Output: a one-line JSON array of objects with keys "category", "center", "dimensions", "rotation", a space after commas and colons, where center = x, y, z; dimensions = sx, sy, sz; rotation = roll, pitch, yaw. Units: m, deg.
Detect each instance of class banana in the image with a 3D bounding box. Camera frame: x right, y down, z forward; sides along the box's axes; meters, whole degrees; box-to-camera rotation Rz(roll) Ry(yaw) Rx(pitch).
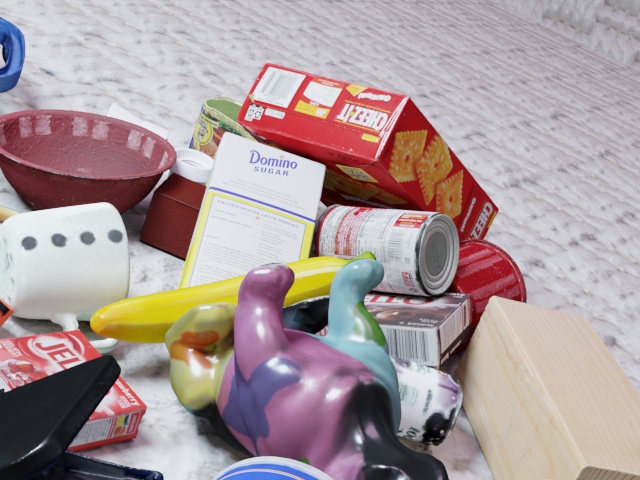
[{"category": "banana", "center": [-0.061, 0.039, 0.748], "dimensions": [0.197, 0.070, 0.037], "rotation": [-15, 65, -11]}]

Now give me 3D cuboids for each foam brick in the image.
[{"category": "foam brick", "center": [-0.107, -0.015, 0.919], "dimensions": [0.078, 0.051, 0.053], "rotation": [23, 25, 5]}]

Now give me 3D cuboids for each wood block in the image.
[{"category": "wood block", "center": [0.176, 0.138, 0.781], "dimensions": [0.090, 0.090, 0.206], "rotation": [14, 25, -16]}]

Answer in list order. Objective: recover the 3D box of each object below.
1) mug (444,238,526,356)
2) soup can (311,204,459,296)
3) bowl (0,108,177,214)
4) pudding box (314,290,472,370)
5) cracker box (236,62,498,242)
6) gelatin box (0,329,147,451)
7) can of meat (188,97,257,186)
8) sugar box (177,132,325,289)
[{"category": "mug", "center": [0.111, 0.042, 0.921], "dimensions": [0.081, 0.093, 0.117], "rotation": [-18, 71, -49]}, {"category": "soup can", "center": [0.053, 0.007, 0.868], "dimensions": [0.102, 0.068, 0.068], "rotation": [5, 11, 36]}, {"category": "bowl", "center": [-0.207, -0.061, 0.915], "dimensions": [0.162, 0.055, 0.162], "rotation": [10, 22, -5]}, {"category": "pudding box", "center": [0.054, 0.067, 0.846], "dimensions": [0.114, 0.039, 0.089], "rotation": [5, 17, 24]}, {"category": "cracker box", "center": [0.046, -0.066, 0.975], "dimensions": [0.164, 0.072, 0.213], "rotation": [20, -14, 37]}, {"category": "gelatin box", "center": [-0.164, 0.093, 0.668], "dimensions": [0.073, 0.030, 0.089], "rotation": [-4, 34, -45]}, {"category": "can of meat", "center": [-0.082, -0.081, 1.040], "dimensions": [0.102, 0.084, 0.057], "rotation": [34, 27, 27]}, {"category": "sugar box", "center": [-0.055, 0.001, 0.850], "dimensions": [0.093, 0.048, 0.176], "rotation": [19, 49, -9]}]
